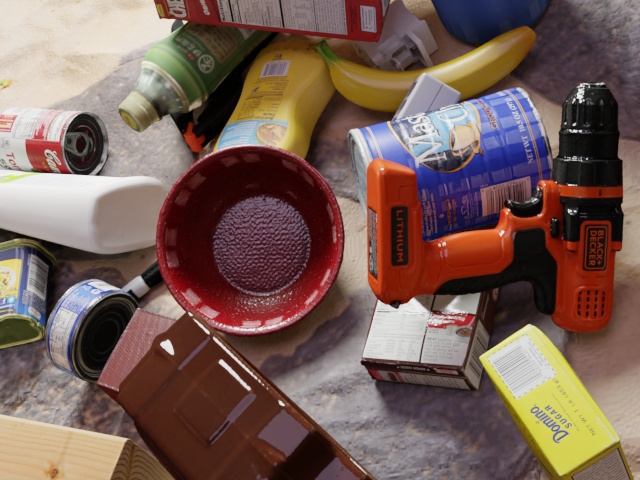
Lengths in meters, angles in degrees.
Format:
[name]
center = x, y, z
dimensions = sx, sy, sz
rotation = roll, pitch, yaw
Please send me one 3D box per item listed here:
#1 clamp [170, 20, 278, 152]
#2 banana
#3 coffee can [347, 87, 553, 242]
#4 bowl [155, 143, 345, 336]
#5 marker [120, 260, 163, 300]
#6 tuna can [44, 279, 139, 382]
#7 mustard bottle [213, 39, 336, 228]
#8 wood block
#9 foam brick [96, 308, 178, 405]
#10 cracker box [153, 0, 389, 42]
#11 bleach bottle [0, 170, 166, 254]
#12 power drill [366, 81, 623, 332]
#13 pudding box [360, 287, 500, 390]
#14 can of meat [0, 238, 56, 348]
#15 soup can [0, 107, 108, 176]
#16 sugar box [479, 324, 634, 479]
[clamp]
center = -0.119, -0.168, 1.085
dimensions = 0.120, 0.039, 0.171
rotation = 5, 58, 28
[banana]
center = 0.094, -0.150, 0.961
dimensions = 0.198, 0.069, 0.037
rotation = -3, 29, 10
[coffee can]
center = 0.102, -0.055, 0.850
dimensions = 0.140, 0.103, 0.103
rotation = -15, 53, -3
[bowl]
center = -0.056, 0.001, 0.912
dimensions = 0.162, 0.055, 0.162
rotation = -1, 86, 9
[marker]
center = -0.187, 0.058, 0.982
dimensions = 0.121, 0.020, 0.020
rotation = -37, 52, -2
[tuna can]
center = -0.196, 0.079, 0.930
dimensions = 0.034, 0.086, 0.086
rotation = 19, 69, 31
[mustard bottle]
center = -0.051, -0.096, 0.993
dimensions = 0.096, 0.058, 0.191
rotation = 3, 60, 37
[wood block]
center = -0.235, 0.201, 0.867
dimensions = 0.206, 0.090, 0.090
rotation = 5, 60, 27
[foam brick]
center = -0.143, 0.106, 0.909
dimensions = 0.051, 0.053, 0.078
rotation = 13, 66, 30
[cracker box]
center = -0.033, -0.270, 0.984
dimensions = 0.214, 0.072, 0.164
rotation = 8, 58, 11
[bleach bottle]
center = -0.273, -0.038, 1.046
dimensions = 0.251, 0.102, 0.068
rotation = 9, 104, 36
[power drill]
center = 0.129, -0.023, 0.776
dimensions = 0.187, 0.057, 0.184
rotation = -1, 97, -6
[pudding box]
center = 0.089, 0.058, 0.845
dimensions = 0.090, 0.039, 0.113
rotation = 2, 57, 28
[can of meat]
center = -0.307, 0.055, 1.015
dimensions = 0.102, 0.057, 0.084
rotation = -13, 57, 17
[soup can]
center = -0.279, -0.101, 1.096
dimensions = 0.102, 0.068, 0.068
rotation = 7, 62, 28
[sugar box]
center = 0.159, 0.133, 0.676
dimensions = 0.048, 0.176, 0.093
rotation = -31, 51, 0
